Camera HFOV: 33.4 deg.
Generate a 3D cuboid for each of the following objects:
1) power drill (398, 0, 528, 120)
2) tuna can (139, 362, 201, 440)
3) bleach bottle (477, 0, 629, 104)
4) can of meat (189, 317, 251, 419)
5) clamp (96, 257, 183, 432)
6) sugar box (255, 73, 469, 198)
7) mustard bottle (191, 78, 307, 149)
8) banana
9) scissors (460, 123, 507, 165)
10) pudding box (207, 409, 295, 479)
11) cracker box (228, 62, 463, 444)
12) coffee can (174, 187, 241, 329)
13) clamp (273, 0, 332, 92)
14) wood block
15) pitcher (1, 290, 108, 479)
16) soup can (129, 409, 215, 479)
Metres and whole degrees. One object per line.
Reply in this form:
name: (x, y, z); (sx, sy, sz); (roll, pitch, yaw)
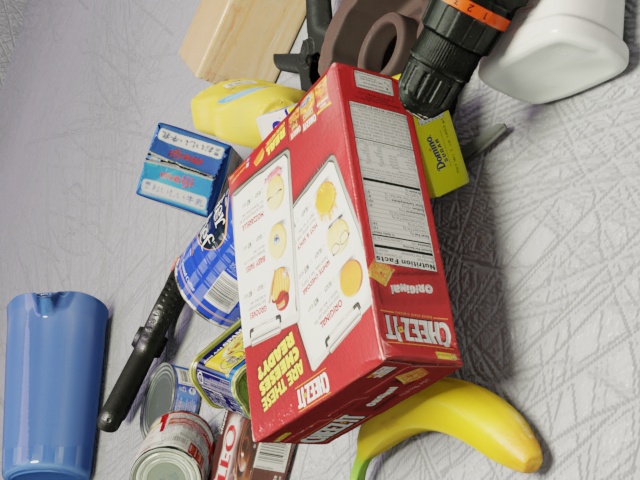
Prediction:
power drill: (0.089, -0.188, 0.732); (0.184, 0.057, 0.188); (-60, 24, 17)
tuna can: (-0.159, 0.175, 1.133); (0.086, 0.033, 0.086); (-40, 42, 47)
bleach bottle: (0.170, -0.224, 0.729); (0.103, 0.068, 0.251); (-19, 55, 59)
can of meat: (-0.050, 0.104, 0.911); (0.102, 0.057, 0.084); (-40, 21, -22)
clamp: (-0.193, 0.119, 1.185); (0.210, 0.036, 0.164); (-64, 5, -1)
sugar box: (0.027, -0.072, 0.831); (0.177, 0.048, 0.093); (-9, 102, 48)
mustard bottle: (-0.058, -0.120, 1.011); (0.192, 0.096, 0.058); (-149, 51, -69)
banana: (0.080, 0.125, 0.721); (0.198, 0.037, 0.069); (-25, 71, 57)
scissors: (0.074, -0.054, 0.852); (0.202, 0.016, 0.096); (-50, 37, 37)
pudding box: (-0.064, 0.199, 0.934); (0.090, 0.039, 0.113); (8, 81, 64)
cracker box: (0.009, 0.014, 0.735); (0.164, 0.072, 0.214); (-41, 50, 48)
coffee can: (-0.056, 0.001, 0.970); (0.140, 0.102, 0.103); (-51, 34, 36)
clamp: (0.000, -0.193, 1.044); (0.172, 0.039, 0.120); (-123, 40, -50)
wood block: (-0.067, -0.269, 1.165); (0.206, 0.090, 0.091); (-64, 28, 15)
pitcher: (-0.344, 0.199, 1.382); (0.145, 0.149, 0.243); (-27, 53, 35)
soup can: (-0.137, 0.206, 0.997); (0.102, 0.068, 0.068); (-87, 19, -81)
